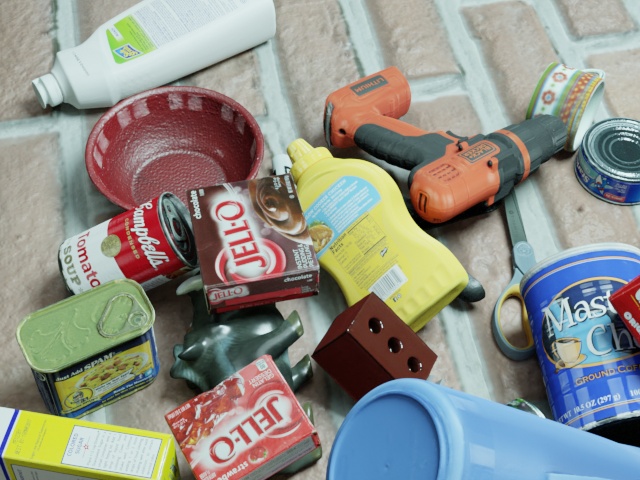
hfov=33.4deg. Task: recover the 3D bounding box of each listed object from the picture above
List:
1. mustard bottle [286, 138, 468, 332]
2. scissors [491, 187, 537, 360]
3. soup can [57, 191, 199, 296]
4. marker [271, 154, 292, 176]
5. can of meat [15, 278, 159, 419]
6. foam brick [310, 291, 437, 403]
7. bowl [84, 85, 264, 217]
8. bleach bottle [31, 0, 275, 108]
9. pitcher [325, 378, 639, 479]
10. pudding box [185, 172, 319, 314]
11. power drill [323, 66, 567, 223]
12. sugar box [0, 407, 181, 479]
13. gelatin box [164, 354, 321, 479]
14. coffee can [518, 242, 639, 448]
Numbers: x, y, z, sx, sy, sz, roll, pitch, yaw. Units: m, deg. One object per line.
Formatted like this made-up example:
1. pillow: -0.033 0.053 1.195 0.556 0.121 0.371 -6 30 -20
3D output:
1. mustard bottle: 0.031 -0.010 0.897 0.192 0.096 0.058 53 23 18
2. scissors: 0.197 0.022 0.943 0.096 0.016 0.201 11 53 5
3. soup can: -0.157 0.011 0.887 0.102 0.068 0.068 -24 51 14
4. marker: -0.029 -0.029 0.975 0.020 0.020 0.121 -5 52 -5
5. can of meat: -0.178 0.088 0.838 0.102 0.084 0.057 -23 56 -19
6. foam brick: 0.043 0.091 0.836 0.078 0.051 0.053 45 43 -8
7. bowl: -0.132 -0.067 0.980 0.162 0.055 0.162 1 52 -1
8. bleach bottle: -0.174 -0.202 1.082 0.250 0.068 0.103 -28 57 -19
9. pitcher: 0.129 0.167 0.669 0.242 0.149 0.145 26 18 -37
10. pudding box: -0.055 0.001 0.853 0.090 0.039 0.113 -9 46 -9
11. power drill: 0.109 -0.099 0.984 0.184 0.057 0.188 -27 43 -33
12. sugar box: -0.192 0.164 0.772 0.176 0.093 0.048 10 52 6
13. gelatin box: -0.055 0.135 0.759 0.089 0.030 0.073 -30 58 -8
14. coffee can: 0.219 0.087 0.825 0.102 0.103 0.140 -5 60 -6
